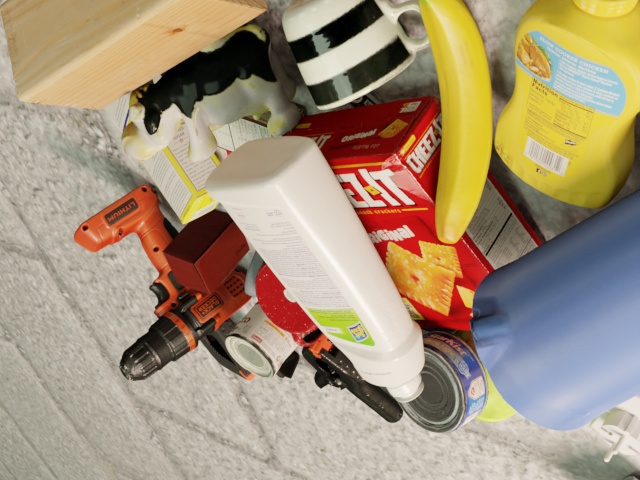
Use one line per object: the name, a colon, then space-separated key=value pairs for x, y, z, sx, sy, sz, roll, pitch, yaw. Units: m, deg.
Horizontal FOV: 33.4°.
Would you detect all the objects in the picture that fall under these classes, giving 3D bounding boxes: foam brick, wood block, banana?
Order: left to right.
wood block: x=-0.152 y=-0.185 z=0.847 sx=0.207 sy=0.090 sz=0.090 roll=-21 pitch=78 yaw=37
foam brick: x=-0.125 y=0.011 z=1.175 sx=0.051 sy=0.078 sz=0.053 roll=16 pitch=142 yaw=34
banana: x=0.094 y=-0.098 z=0.766 sx=0.037 sy=0.069 sz=0.198 roll=19 pitch=126 yaw=55

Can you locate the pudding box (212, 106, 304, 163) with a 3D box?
pudding box: x=-0.061 y=-0.096 z=1.000 sx=0.114 sy=0.039 sz=0.090 roll=21 pitch=145 yaw=28

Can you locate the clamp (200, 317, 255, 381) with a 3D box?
clamp: x=-0.147 y=0.092 z=1.318 sx=0.210 sy=0.036 sz=0.164 roll=38 pitch=152 yaw=33

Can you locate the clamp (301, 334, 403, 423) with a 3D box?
clamp: x=0.033 y=0.153 z=1.197 sx=0.120 sy=0.039 sz=0.171 roll=19 pitch=161 yaw=20

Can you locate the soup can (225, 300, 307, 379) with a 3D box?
soup can: x=-0.048 y=0.093 z=1.167 sx=0.069 sy=0.102 sz=0.068 roll=29 pitch=149 yaw=20

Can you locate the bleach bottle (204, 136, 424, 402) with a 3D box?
bleach bottle: x=0.011 y=0.034 z=0.870 sx=0.103 sy=0.068 sz=0.250 roll=3 pitch=132 yaw=49

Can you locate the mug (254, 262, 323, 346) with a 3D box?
mug: x=-0.011 y=0.051 z=1.052 sx=0.093 sy=0.081 sz=0.117 roll=19 pitch=120 yaw=27

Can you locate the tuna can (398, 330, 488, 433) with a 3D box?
tuna can: x=0.103 y=0.125 z=0.935 sx=0.086 sy=0.033 sz=0.086 roll=21 pitch=121 yaw=40

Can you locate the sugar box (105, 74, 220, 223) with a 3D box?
sugar box: x=-0.158 y=-0.108 z=1.044 sx=0.176 sy=0.048 sz=0.093 roll=58 pitch=157 yaw=5

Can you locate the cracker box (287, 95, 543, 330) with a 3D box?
cracker box: x=0.079 y=-0.013 z=0.890 sx=0.164 sy=0.072 sz=0.213 roll=-1 pitch=137 yaw=51

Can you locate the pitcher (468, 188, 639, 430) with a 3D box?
pitcher: x=0.232 y=0.029 z=0.725 sx=0.145 sy=0.149 sz=0.243 roll=45 pitch=138 yaw=-4

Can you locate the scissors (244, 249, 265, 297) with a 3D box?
scissors: x=-0.057 y=0.001 z=1.029 sx=0.016 sy=0.096 sz=0.202 roll=20 pitch=172 yaw=7

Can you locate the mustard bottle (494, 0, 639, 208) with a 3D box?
mustard bottle: x=0.170 y=-0.109 z=0.693 sx=0.096 sy=0.058 sz=0.192 roll=35 pitch=151 yaw=24

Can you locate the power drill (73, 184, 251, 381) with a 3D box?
power drill: x=-0.194 y=0.045 z=1.213 sx=0.187 sy=0.184 sz=0.057 roll=51 pitch=150 yaw=2
